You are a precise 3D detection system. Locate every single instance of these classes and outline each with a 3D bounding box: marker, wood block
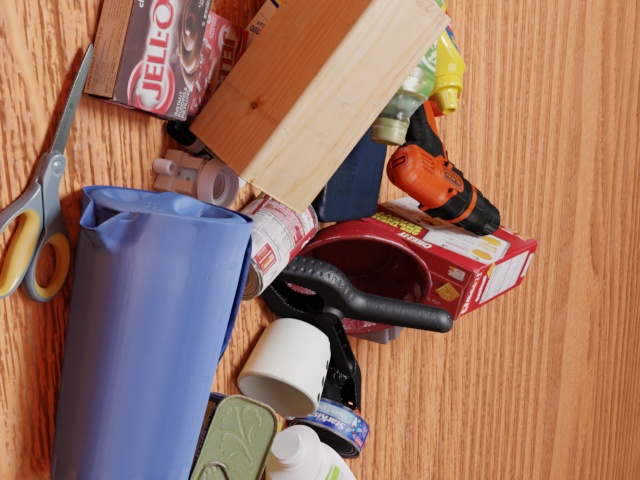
[{"bbox_3d":[-0.101,-0.077,0.948,0.121,0.020,0.020,41,65,-58],"label":"marker"},{"bbox_3d":[-0.001,-0.139,0.889,0.206,0.091,0.090,-52,141,6],"label":"wood block"}]

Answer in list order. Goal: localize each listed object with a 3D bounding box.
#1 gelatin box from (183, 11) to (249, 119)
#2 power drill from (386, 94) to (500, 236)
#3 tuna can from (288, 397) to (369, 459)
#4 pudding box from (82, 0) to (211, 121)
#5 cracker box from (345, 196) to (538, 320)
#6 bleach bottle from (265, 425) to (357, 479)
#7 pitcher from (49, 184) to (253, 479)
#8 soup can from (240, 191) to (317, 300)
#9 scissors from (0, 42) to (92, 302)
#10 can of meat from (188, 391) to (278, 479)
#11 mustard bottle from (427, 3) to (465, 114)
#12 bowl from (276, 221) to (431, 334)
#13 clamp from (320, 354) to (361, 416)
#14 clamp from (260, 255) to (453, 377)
[{"bbox_3d":[-0.098,-0.148,0.914,0.073,0.030,0.089,14,89,-62],"label":"gelatin box"},{"bbox_3d":[0.136,-0.107,1.213,0.184,0.057,0.187,30,43,-43],"label":"power drill"},{"bbox_3d":[0.010,0.208,1.187,0.033,0.086,0.086,-64,148,-26],"label":"tuna can"},{"bbox_3d":[-0.134,-0.156,0.838,0.089,0.039,0.113,8,93,-61],"label":"pudding box"},{"bbox_3d":[0.140,0.013,1.256,0.213,0.164,0.072,-17,129,-59],"label":"cracker box"},{"bbox_3d":[-0.009,0.245,1.082,0.251,0.068,0.102,73,33,-56],"label":"bleach bottle"},{"bbox_3d":[-0.133,0.082,0.843,0.145,0.149,0.243,-139,-120,-74],"label":"pitcher"},{"bbox_3d":[-0.057,0.001,1.007,0.102,0.069,0.068,-48,139,-42],"label":"soup can"},{"bbox_3d":[-0.194,-0.040,0.799,0.201,0.016,0.096,-66,151,-21],"label":"scissors"},{"bbox_3d":[-0.086,0.182,0.915,0.057,0.084,0.102,23,79,-17],"label":"can of meat"},{"bbox_3d":[0.117,-0.226,1.156,0.096,0.058,0.191,54,23,-71],"label":"mustard bottle"},{"bbox_3d":[0.034,0.030,1.125,0.162,0.162,0.055,68,16,-46],"label":"bowl"},{"bbox_3d":[0.007,0.152,1.211,0.120,0.039,0.171,-42,129,-38],"label":"clamp"},{"bbox_3d":[0.020,0.066,1.089,0.209,0.165,0.036,38,44,-30],"label":"clamp"}]
